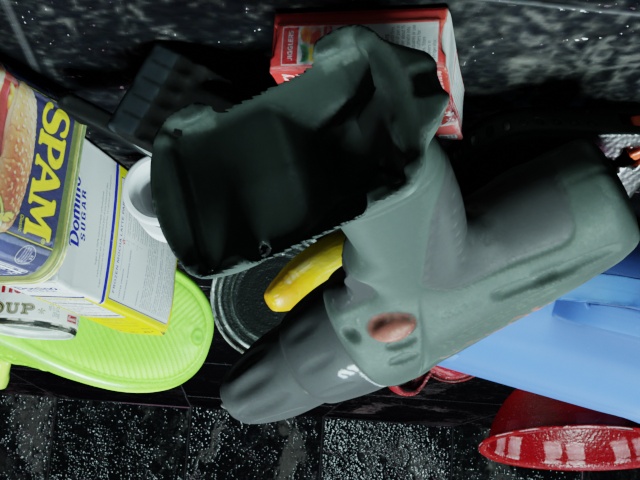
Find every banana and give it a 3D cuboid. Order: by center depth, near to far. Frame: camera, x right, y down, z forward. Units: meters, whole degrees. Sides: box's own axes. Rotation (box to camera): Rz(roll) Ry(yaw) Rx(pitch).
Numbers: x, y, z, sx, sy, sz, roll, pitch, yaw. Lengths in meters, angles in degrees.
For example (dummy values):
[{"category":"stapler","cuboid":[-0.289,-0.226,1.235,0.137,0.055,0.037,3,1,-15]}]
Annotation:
[{"category":"banana","cuboid":[0.031,0.019,0.745,0.037,0.070,0.197,28,-169,27]}]

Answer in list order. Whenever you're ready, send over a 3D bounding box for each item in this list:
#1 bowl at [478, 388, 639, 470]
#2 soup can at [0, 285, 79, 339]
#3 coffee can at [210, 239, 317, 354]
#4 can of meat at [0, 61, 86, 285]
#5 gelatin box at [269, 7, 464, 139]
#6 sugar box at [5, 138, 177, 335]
[{"category":"bowl","cuboid":[0.207,0.142,0.852,0.162,0.055,0.162,3,157,1]},{"category":"soup can","cuboid":[-0.192,0.012,0.720,0.068,0.102,0.068,4,167,1]},{"category":"coffee can","cuboid":[-0.026,0.057,0.861,0.103,0.103,0.140,3,166,6]},{"category":"can of meat","cuboid":[-0.165,-0.038,0.511,0.058,0.102,0.083,-3,163,28]},{"category":"gelatin box","cuboid":[0.024,-0.070,0.471,0.073,0.030,0.089,1,166,12]},{"category":"sugar box","cuboid":[-0.142,0.001,0.680,0.048,0.093,0.176,0,165,16]}]
